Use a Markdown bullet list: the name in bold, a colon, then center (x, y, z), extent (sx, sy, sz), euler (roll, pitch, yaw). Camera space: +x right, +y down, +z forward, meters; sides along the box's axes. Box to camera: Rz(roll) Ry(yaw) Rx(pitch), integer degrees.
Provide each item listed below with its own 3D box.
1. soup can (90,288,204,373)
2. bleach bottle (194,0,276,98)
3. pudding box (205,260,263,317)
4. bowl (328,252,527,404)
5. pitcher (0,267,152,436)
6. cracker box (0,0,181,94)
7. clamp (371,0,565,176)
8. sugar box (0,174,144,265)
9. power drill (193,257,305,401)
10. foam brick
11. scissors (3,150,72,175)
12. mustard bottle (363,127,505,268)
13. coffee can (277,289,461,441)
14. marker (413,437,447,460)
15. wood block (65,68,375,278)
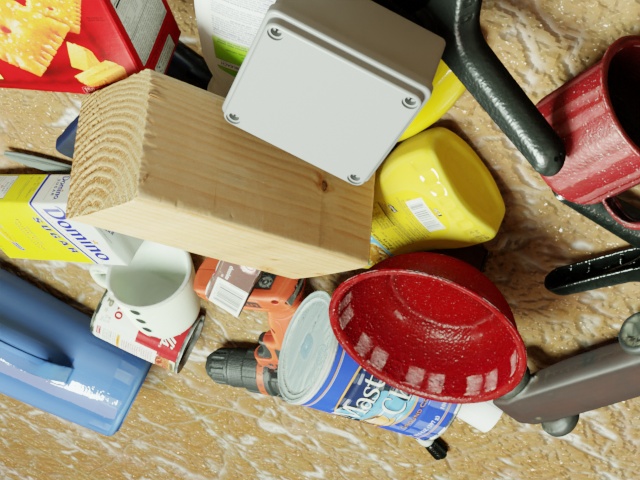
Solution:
- **soup can**: center (-0.182, 0.089, 1.126), extent (0.102, 0.068, 0.069), euler (24, 143, 4)
- **bleach bottle**: center (-0.047, -0.156, 0.733), extent (0.102, 0.068, 0.251), euler (20, 146, 3)
- **pudding box**: center (-0.056, 0.001, 0.927), extent (0.039, 0.090, 0.114), euler (30, 144, -2)
- **bowl**: center (0.090, 0.060, 0.848), extent (0.162, 0.055, 0.162), euler (16, 142, 13)
- **pitcher**: center (-0.317, 0.124, 1.193), extent (0.242, 0.149, 0.145), euler (27, 132, -6)
- **cracker box**: center (-0.203, -0.181, 0.687), extent (0.164, 0.072, 0.213), euler (7, 154, 15)
- **clamp**: center (0.078, -0.133, 0.680), extent (0.165, 0.036, 0.210), euler (16, 128, 41)
- **sugar box**: center (-0.266, -0.021, 1.048), extent (0.177, 0.048, 0.093), euler (4, 143, 38)
- **power drill**: center (-0.057, 0.091, 1.064), extent (0.185, 0.057, 0.187), euler (1, 139, 24)
- **foam brick**: center (0.106, 0.042, 0.910), extent (0.051, 0.053, 0.078), euler (18, 142, 11)
- **scissors**: center (-0.205, -0.045, 1.022), extent (0.202, 0.016, 0.096), euler (5, 138, 26)
- **mustard bottle**: center (0.047, -0.023, 0.862), extent (0.192, 0.058, 0.096), euler (-18, 123, 43)
- **coffee can**: center (0.046, 0.113, 0.957), extent (0.140, 0.103, 0.103), euler (20, 147, -23)
- **marker**: center (0.095, 0.192, 1.124), extent (0.020, 0.020, 0.121), euler (-18, 124, 43)
- **wood block**: center (-0.065, -0.039, 0.762), extent (0.205, 0.091, 0.090), euler (17, 161, -40)
